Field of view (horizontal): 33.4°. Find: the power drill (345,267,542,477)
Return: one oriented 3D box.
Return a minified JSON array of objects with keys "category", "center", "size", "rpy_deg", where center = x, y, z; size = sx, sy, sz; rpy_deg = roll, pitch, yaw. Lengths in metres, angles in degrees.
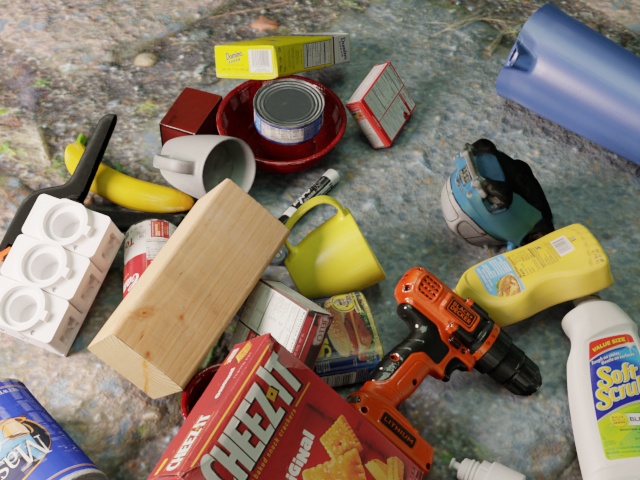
[{"category":"power drill","center":[0.119,0.144,1.077],"size":[0.184,0.057,0.187],"rpy_deg":[39,61,-3]}]

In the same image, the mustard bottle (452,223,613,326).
[{"category":"mustard bottle","center":[0.212,0.048,1.161],"size":[0.191,0.058,0.096],"rpy_deg":[-22,31,1]}]

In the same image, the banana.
[{"category":"banana","center":[-0.245,-0.076,1.291],"size":[0.198,0.037,0.069],"rpy_deg":[31,56,23]}]

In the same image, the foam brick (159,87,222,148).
[{"category":"foam brick","center":[-0.161,-0.146,1.342],"size":[0.053,0.051,0.078],"rpy_deg":[18,52,15]}]

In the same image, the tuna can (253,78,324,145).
[{"category":"tuna can","center":[-0.038,-0.155,1.290],"size":[0.086,0.034,0.086],"rpy_deg":[1,50,-1]}]

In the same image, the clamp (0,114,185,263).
[{"category":"clamp","center":[-0.271,-0.028,1.230],"size":[0.210,0.036,0.164],"rpy_deg":[-40,79,-11]}]

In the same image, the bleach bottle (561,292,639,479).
[{"category":"bleach bottle","center":[0.293,0.151,1.093],"size":[0.102,0.068,0.251],"rpy_deg":[-3,48,-3]}]

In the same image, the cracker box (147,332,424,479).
[{"category":"cracker box","center":[-0.023,0.213,0.958],"size":[0.213,0.072,0.164],"rpy_deg":[44,53,-15]}]

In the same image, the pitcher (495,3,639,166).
[{"category":"pitcher","center":[0.358,-0.188,1.347],"size":[0.243,0.145,0.149],"rpy_deg":[35,70,21]}]

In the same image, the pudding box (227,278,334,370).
[{"category":"pudding box","center":[-0.043,0.096,1.090],"size":[0.039,0.090,0.114],"rpy_deg":[18,7,-38]}]

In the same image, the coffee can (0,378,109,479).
[{"category":"coffee can","center":[-0.280,0.213,1.004],"size":[0.102,0.103,0.140],"rpy_deg":[-35,58,-27]}]

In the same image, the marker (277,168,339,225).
[{"category":"marker","center":[-0.020,-0.044,1.280],"size":[0.020,0.020,0.121],"rpy_deg":[30,56,22]}]

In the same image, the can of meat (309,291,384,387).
[{"category":"can of meat","center":[0.015,0.106,1.130],"size":[0.084,0.057,0.102],"rpy_deg":[-8,51,-11]}]

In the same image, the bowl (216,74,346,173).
[{"category":"bowl","center":[-0.048,-0.135,1.332],"size":[0.162,0.055,0.162],"rpy_deg":[0,50,-1]}]

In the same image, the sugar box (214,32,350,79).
[{"category":"sugar box","center":[-0.045,-0.239,1.364],"size":[0.093,0.048,0.175],"rpy_deg":[7,21,32]}]

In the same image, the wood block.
[{"category":"wood block","center":[-0.131,0.049,1.088],"size":[0.090,0.091,0.206],"rpy_deg":[40,62,-13]}]

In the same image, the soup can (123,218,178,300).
[{"category":"soup can","center":[-0.183,0.034,1.179],"size":[0.068,0.068,0.102],"rpy_deg":[-4,50,-5]}]

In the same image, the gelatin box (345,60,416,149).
[{"category":"gelatin box","center":[0.077,-0.172,1.353],"size":[0.030,0.073,0.089],"rpy_deg":[-9,37,43]}]
